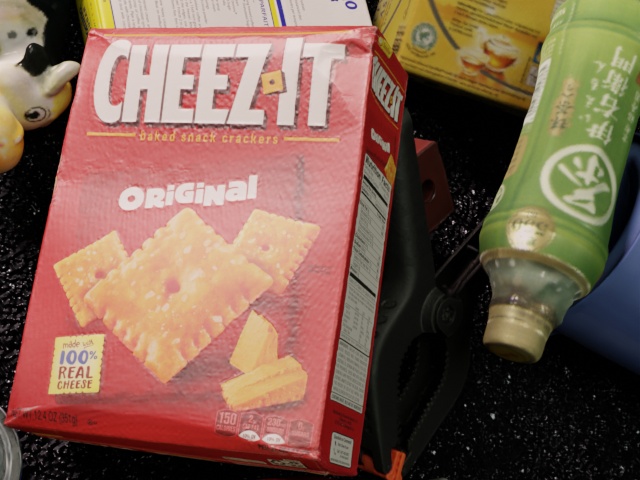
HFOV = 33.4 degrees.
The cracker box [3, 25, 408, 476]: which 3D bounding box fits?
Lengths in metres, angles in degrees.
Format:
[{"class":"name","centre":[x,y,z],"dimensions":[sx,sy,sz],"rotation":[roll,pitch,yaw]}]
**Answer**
[{"class":"cracker box","centre":[-0.054,0.001,0.537],"dimensions":[0.164,0.072,0.213],"rotation":[3,75,19]}]

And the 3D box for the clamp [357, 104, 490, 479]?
[{"class":"clamp","centre":[0.069,0.036,0.629],"dimensions":[0.164,0.036,0.210],"rotation":[10,92,-44]}]

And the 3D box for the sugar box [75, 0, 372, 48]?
[{"class":"sugar box","centre":[-0.059,-0.150,0.656],"dimensions":[0.175,0.048,0.093],"rotation":[-5,74,-29]}]
